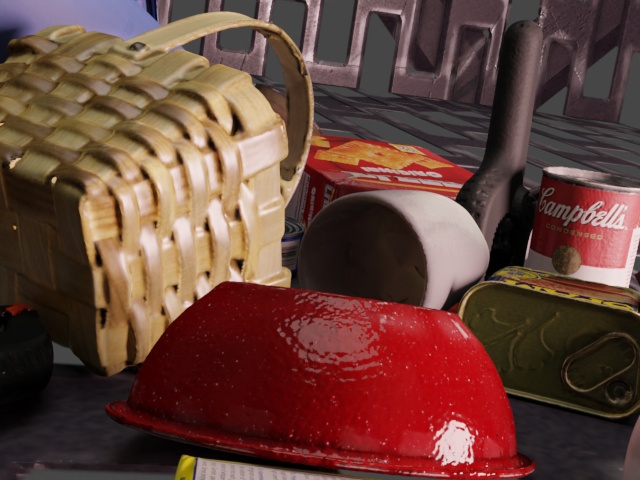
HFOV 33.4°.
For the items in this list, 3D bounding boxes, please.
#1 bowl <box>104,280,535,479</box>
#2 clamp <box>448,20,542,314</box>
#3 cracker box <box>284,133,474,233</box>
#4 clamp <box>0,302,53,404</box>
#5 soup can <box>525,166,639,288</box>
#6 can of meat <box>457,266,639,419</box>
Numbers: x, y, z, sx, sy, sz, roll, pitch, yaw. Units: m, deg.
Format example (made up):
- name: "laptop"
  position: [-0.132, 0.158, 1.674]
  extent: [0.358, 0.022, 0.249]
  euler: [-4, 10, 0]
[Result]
- name: "bowl"
  position: [0.003, 0.049, 0.405]
  extent: [0.162, 0.055, 0.162]
  euler: [8, -4, 0]
- name: "clamp"
  position: [0.119, -0.032, 0.701]
  extent: [0.036, 0.164, 0.209]
  euler: [6, 42, 30]
- name: "cracker box"
  position: [0.052, -0.034, 0.880]
  extent: [0.164, 0.072, 0.214]
  euler: [4, 13, -18]
- name: "clamp"
  position: [-0.149, 0.054, 0.413]
  extent: [0.120, 0.039, 0.171]
  euler: [14, 13, 20]
- name: "soup can"
  position: [0.168, 0.008, 0.689]
  extent: [0.068, 0.102, 0.068]
  euler: [8, 12, -2]
- name: "can of meat"
  position: [0.129, 0.051, 0.580]
  extent: [0.102, 0.057, 0.083]
  euler: [12, 10, 16]
